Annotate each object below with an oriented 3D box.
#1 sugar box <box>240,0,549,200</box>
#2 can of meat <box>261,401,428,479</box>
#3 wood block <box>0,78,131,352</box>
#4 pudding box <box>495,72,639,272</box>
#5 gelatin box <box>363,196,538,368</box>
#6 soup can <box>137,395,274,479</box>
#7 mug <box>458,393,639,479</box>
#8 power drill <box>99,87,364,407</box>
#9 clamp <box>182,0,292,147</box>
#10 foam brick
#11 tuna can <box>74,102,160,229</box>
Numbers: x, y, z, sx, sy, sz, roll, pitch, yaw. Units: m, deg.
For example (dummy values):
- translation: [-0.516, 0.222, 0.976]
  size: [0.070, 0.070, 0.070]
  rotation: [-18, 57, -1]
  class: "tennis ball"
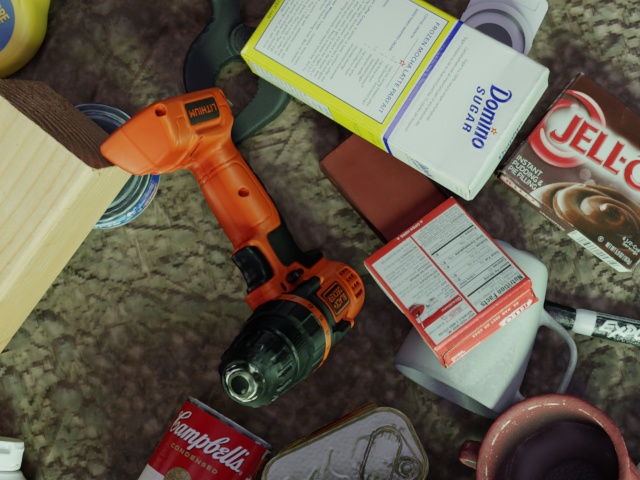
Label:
- translation: [0.047, -0.109, 0.687]
  size: [0.176, 0.048, 0.093]
  rotation: [33, 87, 12]
  class: "sugar box"
- translation: [0.016, 0.147, 0.700]
  size: [0.102, 0.084, 0.057]
  rotation: [-26, 86, -1]
  class: "can of meat"
- translation: [-0.221, 0.005, 0.686]
  size: [0.090, 0.090, 0.206]
  rotation: [39, 101, 3]
  class: "wood block"
- translation: [0.192, -0.046, 0.734]
  size: [0.113, 0.039, 0.090]
  rotation: [39, 87, 3]
  class: "pudding box"
- translation: [0.082, 0.026, 0.674]
  size: [0.073, 0.030, 0.089]
  rotation: [-37, 52, -2]
  class: "gelatin box"
- translation: [-0.085, 0.163, 0.702]
  size: [0.068, 0.068, 0.102]
  rotation: [31, 79, 3]
  class: "soup can"
- translation: [0.144, 0.150, 0.672]
  size: [0.117, 0.081, 0.093]
  rotation: [7, 70, 32]
  class: "mug"
- translation: [-0.054, 0.001, 0.661]
  size: [0.057, 0.184, 0.187]
  rotation: [-32, 92, 21]
  class: "power drill"
- translation: [-0.038, -0.140, 0.745]
  size: [0.120, 0.039, 0.171]
  rotation: [9, 92, 6]
  class: "clamp"
- translation: [0.043, -0.038, 0.729]
  size: [0.051, 0.053, 0.078]
  rotation: [-40, 85, -2]
  class: "foam brick"
- translation: [-0.156, -0.052, 0.742]
  size: [0.086, 0.034, 0.086]
  rotation: [0, 86, 1]
  class: "tuna can"
